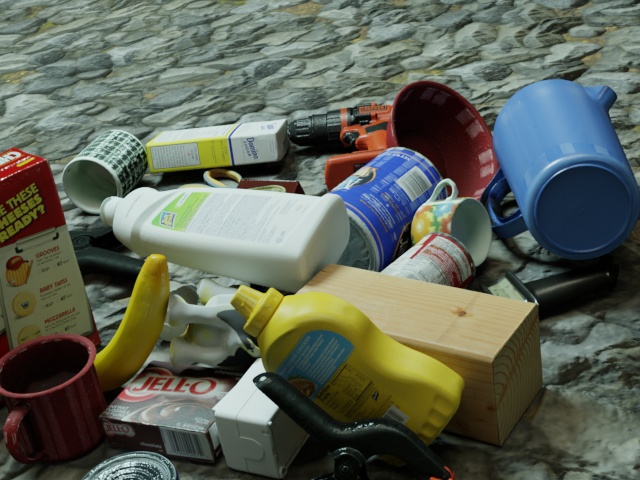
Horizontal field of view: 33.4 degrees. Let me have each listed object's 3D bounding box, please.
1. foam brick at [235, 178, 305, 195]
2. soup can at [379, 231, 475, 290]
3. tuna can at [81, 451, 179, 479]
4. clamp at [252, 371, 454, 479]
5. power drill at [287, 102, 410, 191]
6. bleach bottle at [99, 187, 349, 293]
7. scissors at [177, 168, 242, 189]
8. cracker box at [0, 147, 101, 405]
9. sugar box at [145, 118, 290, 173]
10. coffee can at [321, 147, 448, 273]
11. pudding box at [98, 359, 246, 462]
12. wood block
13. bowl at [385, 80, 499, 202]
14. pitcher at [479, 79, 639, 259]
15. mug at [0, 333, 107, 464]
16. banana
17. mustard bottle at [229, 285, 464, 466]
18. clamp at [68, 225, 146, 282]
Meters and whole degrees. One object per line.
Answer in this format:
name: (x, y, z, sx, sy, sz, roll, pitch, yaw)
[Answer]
foam brick: (-0.058, -0.034, 1.225, 0.078, 0.051, 0.053, 3, 49, 23)
soup can: (0.095, 0.044, 1.033, 0.069, 0.068, 0.102, 15, 38, 38)
tuna can: (-0.152, 0.209, 0.854, 0.086, 0.034, 0.086, -8, 29, 4)
clamp: (0.017, 0.161, 0.816, 0.171, 0.120, 0.039, -1, 6, 8)
power drill: (0.045, -0.120, 1.351, 0.184, 0.057, 0.187, -7, 29, 6)
bleach bottle: (-0.104, -0.015, 1.050, 0.251, 0.068, 0.102, 11, 46, 26)
scissors: (-0.111, -0.046, 1.310, 0.096, 0.016, 0.202, -19, 30, -19)
cracker box: (-0.315, 0.042, 1.015, 0.072, 0.214, 0.163, 19, 40, 42)
sugar box: (-0.134, -0.125, 1.419, 0.176, 0.048, 0.093, -2, 17, 9)
coffee can: (0.056, -0.024, 1.131, 0.103, 0.103, 0.140, 14, 37, 36)
pudding box: (-0.124, 0.149, 0.945, 0.114, 0.039, 0.089, 5, 31, 25)
wood block: (0.077, 0.093, 0.930, 0.206, 0.090, 0.090, 10, 34, 33)
bowl: (0.131, -0.103, 1.239, 0.161, 0.162, 0.055, -39, 4, -42)
pitcher: (0.245, -0.066, 1.099, 0.145, 0.149, 0.242, 3, 22, 4)
mug: (-0.239, 0.148, 0.940, 0.093, 0.081, 0.117, 0, 30, 18)
banana: (-0.184, 0.090, 0.981, 0.037, 0.069, 0.198, -22, -16, -50)
mustard bottle: (0.012, 0.096, 0.847, 0.191, 0.096, 0.058, 34, 37, -3)
clamp: (-0.266, 0.018, 1.224, 0.210, 0.036, 0.164, -13, 29, -1)
